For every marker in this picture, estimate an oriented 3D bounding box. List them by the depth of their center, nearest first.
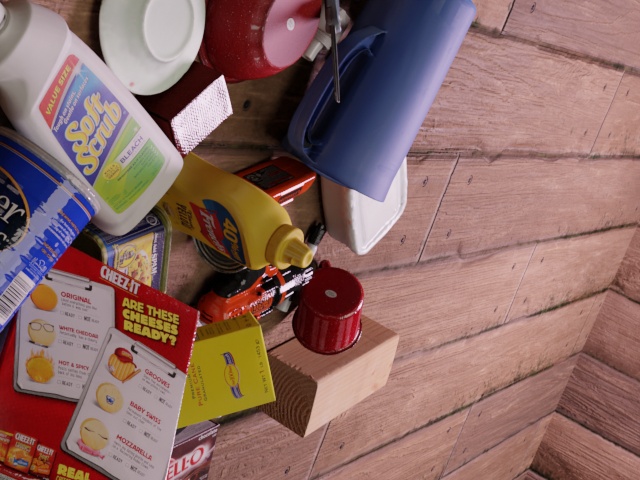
[{"bbox_3d":[-0.025,0.033,1.351,0.121,0.020,0.020,-64,153,3],"label":"marker"}]

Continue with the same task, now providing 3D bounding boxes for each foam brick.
[{"bbox_3d":[-0.128,-0.123,0.989,0.078,0.051,0.053,-46,148,-29],"label":"foam brick"}]

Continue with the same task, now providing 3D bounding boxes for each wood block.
[{"bbox_3d":[0.011,0.178,1.471,0.205,0.091,0.090,-22,133,-52],"label":"wood block"}]

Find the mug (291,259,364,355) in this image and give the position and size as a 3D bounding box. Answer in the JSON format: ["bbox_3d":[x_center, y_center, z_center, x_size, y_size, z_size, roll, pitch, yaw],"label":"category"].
[{"bbox_3d":[0.011,0.078,1.377,0.081,0.093,0.117,98,-10,-54],"label":"mug"}]

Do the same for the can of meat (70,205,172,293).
[{"bbox_3d":[-0.192,0.021,1.006,0.083,0.058,0.102,-26,136,-46],"label":"can of meat"}]

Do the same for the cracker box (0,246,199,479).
[{"bbox_3d":[-0.200,0.125,0.884,0.164,0.072,0.213,30,45,-27],"label":"cracker box"}]

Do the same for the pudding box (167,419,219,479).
[{"bbox_3d":[-0.177,0.267,1.279,0.113,0.039,0.090,-22,133,-52],"label":"pudding box"}]

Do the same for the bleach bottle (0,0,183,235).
[{"bbox_3d":[-0.207,-0.104,0.855,0.102,0.068,0.250,-49,147,-7],"label":"bleach bottle"}]

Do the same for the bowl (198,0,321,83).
[{"bbox_3d":[-0.048,-0.220,1.038,0.161,0.055,0.162,-40,146,-36],"label":"bowl"}]

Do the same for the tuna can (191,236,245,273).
[{"bbox_3d":[-0.092,-0.011,1.119,0.033,0.086,0.086,-19,131,-56],"label":"tuna can"}]

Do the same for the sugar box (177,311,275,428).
[{"bbox_3d":[-0.141,0.142,1.095,0.176,0.048,0.093,-16,111,-14],"label":"sugar box"}]

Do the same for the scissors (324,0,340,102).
[{"bbox_3d":[0.010,-0.232,1.040,0.201,0.016,0.096,-91,175,-46],"label":"scissors"}]

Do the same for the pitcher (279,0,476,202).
[{"bbox_3d":[0.062,-0.174,1.157,0.243,0.145,0.149,-61,-167,8],"label":"pitcher"}]

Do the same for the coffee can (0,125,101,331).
[{"bbox_3d":[-0.253,-0.003,0.824,0.140,0.103,0.102,-54,152,-15],"label":"coffee can"}]

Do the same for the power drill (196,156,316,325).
[{"bbox_3d":[-0.058,0.001,1.221,0.184,0.057,0.188,-28,138,-48],"label":"power drill"}]

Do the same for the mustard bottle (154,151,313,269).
[{"bbox_3d":[-0.086,-0.023,0.999,0.058,0.192,0.096,-45,149,-30],"label":"mustard bottle"}]
